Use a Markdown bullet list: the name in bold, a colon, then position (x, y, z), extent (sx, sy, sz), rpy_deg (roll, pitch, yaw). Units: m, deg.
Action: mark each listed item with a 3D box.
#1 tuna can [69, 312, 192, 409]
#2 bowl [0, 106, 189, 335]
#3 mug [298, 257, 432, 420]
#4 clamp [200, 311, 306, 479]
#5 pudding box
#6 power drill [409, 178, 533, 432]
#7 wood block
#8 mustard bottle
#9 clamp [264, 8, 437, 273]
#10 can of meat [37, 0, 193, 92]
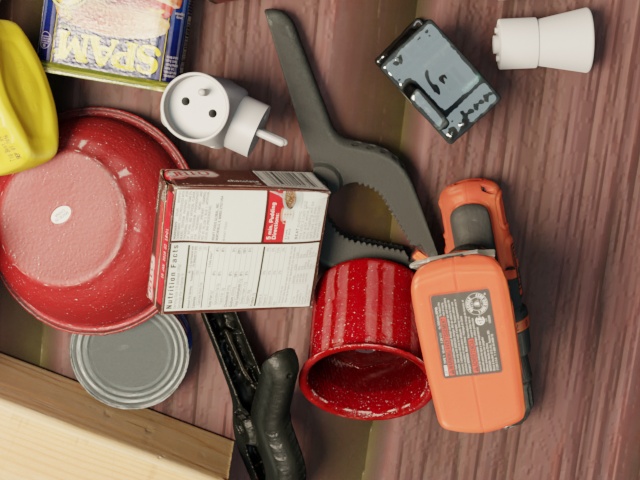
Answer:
- **tuna can**: position (-0.137, 0.077, 0.779), extent (0.086, 0.034, 0.086), rpy_deg (0, 101, -1)
- **bowl**: position (-0.165, -0.014, 0.727), extent (0.162, 0.055, 0.162), rpy_deg (0, 89, 11)
- **mug**: position (0.027, 0.073, 0.749), extent (0.093, 0.081, 0.117), rpy_deg (24, 136, -22)
- **clamp**: position (-0.047, 0.118, 0.768), extent (0.039, 0.120, 0.171), rpy_deg (-15, 126, -20)
- **pudding box**: position (-0.055, 0.001, 0.708), extent (0.113, 0.039, 0.090), rpy_deg (0, 112, -24)
- **power drill**: position (0.106, 0.059, 0.704), extent (0.057, 0.187, 0.184), rpy_deg (-11, 98, 13)
- **wood block**: position (-0.176, 0.162, 0.767), extent (0.206, 0.090, 0.091), rpy_deg (22, 99, -5)
- **mustard bottle**: position (-0.267, -0.072, 0.713), extent (0.192, 0.058, 0.096), rpy_deg (-17, 93, 26)
- **clamp**: position (0.001, -0.051, 0.754), extent (0.210, 0.036, 0.165), rpy_deg (29, 100, -3)
- **can of meat**: position (-0.137, -0.149, 0.722), extent (0.102, 0.057, 0.084), rpy_deg (9, 99, -3)
